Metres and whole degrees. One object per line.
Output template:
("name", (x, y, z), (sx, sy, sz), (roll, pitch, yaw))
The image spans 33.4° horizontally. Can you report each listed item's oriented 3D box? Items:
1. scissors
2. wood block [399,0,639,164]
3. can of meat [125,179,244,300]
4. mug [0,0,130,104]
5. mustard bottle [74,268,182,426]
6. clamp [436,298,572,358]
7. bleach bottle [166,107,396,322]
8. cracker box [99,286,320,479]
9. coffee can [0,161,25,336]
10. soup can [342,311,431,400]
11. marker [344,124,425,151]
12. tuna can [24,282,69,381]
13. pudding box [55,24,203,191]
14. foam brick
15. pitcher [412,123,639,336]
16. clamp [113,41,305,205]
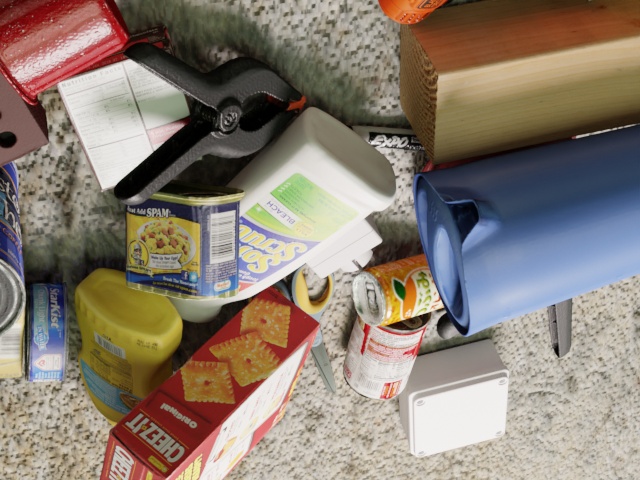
("scissors", (-0.027, 0.091, 1.043), (0.096, 0.016, 0.202), (-7, 132, -11))
("wood block", (0.174, -0.139, 0.850), (0.206, 0.090, 0.091), (-12, 134, -9))
("can of meat", (-0.111, -0.001, 0.852), (0.057, 0.102, 0.084), (-13, 108, -53))
("mug", (-0.187, -0.161, 0.717), (0.081, 0.093, 0.117), (-28, 105, 1))
("mustard bottle", (-0.175, 0.114, 0.964), (0.096, 0.058, 0.192), (28, 139, 14))
("clamp", (0.217, 0.035, 1.059), (0.164, 0.036, 0.210), (5, 127, -23))
("bleach bottle", (-0.056, 0.001, 0.906), (0.102, 0.068, 0.251), (34, 123, -23))
("cracker box", (-0.103, 0.161, 0.953), (0.213, 0.072, 0.164), (-42, 162, -39))
("coffee can", (-0.273, -0.004, 0.787), (0.102, 0.140, 0.103), (-9, 133, -10))
("soup can", (0.064, 0.099, 1.046), (0.068, 0.068, 0.102), (-1, 132, -18))
("marker", (0.055, -0.087, 0.905), (0.121, 0.020, 0.020), (3, 130, -20))
("tuna can", (-0.235, 0.078, 0.913), (0.033, 0.086, 0.086), (1, 131, -17))
("pudding box", (-0.145, -0.100, 0.814), (0.090, 0.039, 0.113), (-17, 132, -4))
("foam brick", (-0.236, -0.101, 0.765), (0.053, 0.051, 0.078), (-25, 126, 1))
("pitcher", (0.202, -0.017, 0.852), (0.242, 0.149, 0.145), (-16, 114, -5))
("clamp", (-0.085, -0.086, 0.799), (0.171, 0.039, 0.120), (-5, 125, -44))
